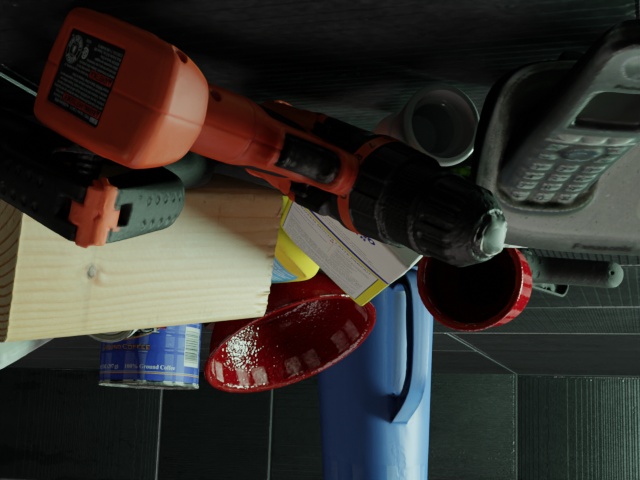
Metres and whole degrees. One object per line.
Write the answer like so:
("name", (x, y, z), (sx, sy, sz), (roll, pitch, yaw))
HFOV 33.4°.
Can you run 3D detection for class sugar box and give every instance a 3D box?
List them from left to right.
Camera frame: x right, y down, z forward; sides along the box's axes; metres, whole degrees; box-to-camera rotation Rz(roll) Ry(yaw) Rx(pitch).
("sugar box", (0.023, -0.011, 0.721), (0.093, 0.048, 0.176), (45, 165, 2))

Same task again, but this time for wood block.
("wood block", (-0.128, 0.002, 0.669), (0.090, 0.091, 0.205), (16, -169, 38))

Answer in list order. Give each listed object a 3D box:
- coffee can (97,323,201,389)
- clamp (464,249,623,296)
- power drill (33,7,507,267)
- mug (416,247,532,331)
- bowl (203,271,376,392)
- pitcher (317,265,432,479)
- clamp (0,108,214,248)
("coffee can", (-0.172, 0.080, 1.096), (0.103, 0.140, 0.103), (2, 170, 0))
("clamp", (0.194, 0.031, 1.045), (0.171, 0.039, 0.120), (9, 164, -5))
("power drill", (-0.024, -0.043, 0.504), (0.187, 0.057, 0.185), (18, -175, -45))
("mug", (0.131, 0.029, 0.950), (0.117, 0.093, 0.081), (31, -174, 22))
("bowl", (-0.034, 0.073, 0.950), (0.162, 0.055, 0.162), (-18, 151, -10))
("pitcher", (0.061, 0.144, 1.120), (0.145, 0.243, 0.149), (-4, 169, 20))
("clamp", (-0.112, -0.036, 0.549), (0.164, 0.036, 0.210), (9, -167, -24))
